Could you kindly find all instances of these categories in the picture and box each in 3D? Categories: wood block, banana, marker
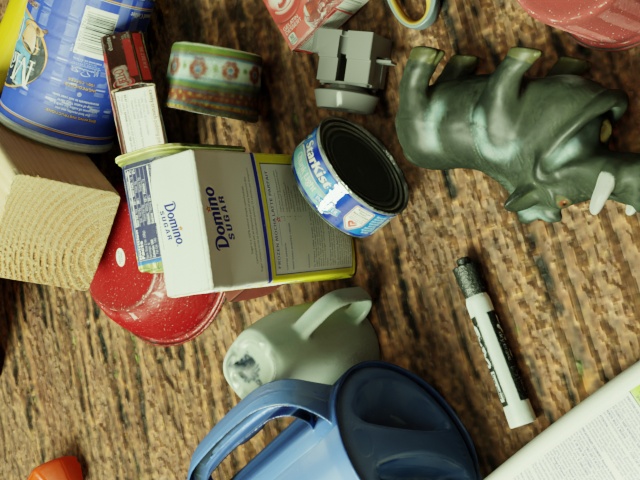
[{"bbox_3d":[-0.256,-0.048,0.914,0.206,0.090,0.090,43,116,52],"label":"wood block"},{"bbox_3d":[-0.305,-0.188,1.021,0.198,0.037,0.070,-46,67,28],"label":"banana"},{"bbox_3d":[0.118,0.068,0.731,0.020,0.020,0.121,-27,76,34],"label":"marker"}]

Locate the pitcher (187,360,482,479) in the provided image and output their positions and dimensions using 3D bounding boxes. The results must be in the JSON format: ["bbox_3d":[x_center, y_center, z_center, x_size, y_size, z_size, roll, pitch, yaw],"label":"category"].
[{"bbox_3d":[-0.017,0.195,0.762,0.243,0.144,0.149,-43,70,32],"label":"pitcher"}]

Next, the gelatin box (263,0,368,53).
[{"bbox_3d":[-0.003,-0.196,0.805,0.089,0.030,0.073,-38,69,30],"label":"gelatin box"}]

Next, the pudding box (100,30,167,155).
[{"bbox_3d":[-0.147,-0.098,0.857,0.090,0.039,0.113,-111,11,-50],"label":"pudding box"}]

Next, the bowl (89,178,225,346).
[{"bbox_3d":[-0.152,0.012,0.905,0.162,0.055,0.162,2,93,36],"label":"bowl"}]

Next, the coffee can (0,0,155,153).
[{"bbox_3d":[-0.209,-0.158,0.911,0.103,0.102,0.140,30,108,32],"label":"coffee can"}]

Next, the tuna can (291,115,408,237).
[{"bbox_3d":[0.021,-0.045,0.758,0.034,0.085,0.086,-41,69,31],"label":"tuna can"}]

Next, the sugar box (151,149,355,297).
[{"bbox_3d":[-0.043,-0.013,0.749,0.048,0.175,0.093,-11,85,36],"label":"sugar box"}]

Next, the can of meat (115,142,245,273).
[{"bbox_3d":[-0.093,-0.023,0.769,0.058,0.101,0.084,-12,86,33],"label":"can of meat"}]
